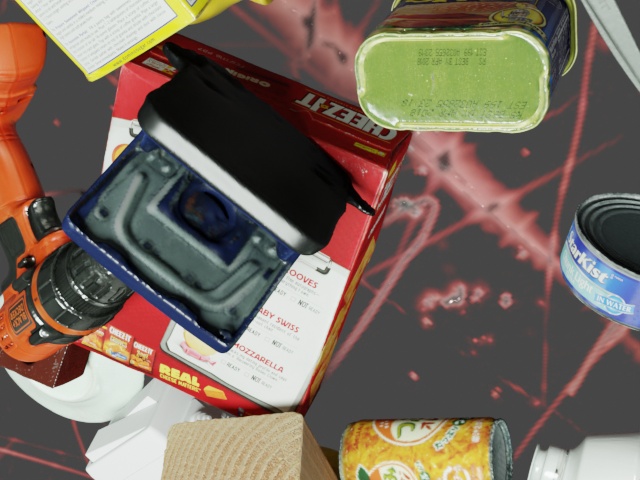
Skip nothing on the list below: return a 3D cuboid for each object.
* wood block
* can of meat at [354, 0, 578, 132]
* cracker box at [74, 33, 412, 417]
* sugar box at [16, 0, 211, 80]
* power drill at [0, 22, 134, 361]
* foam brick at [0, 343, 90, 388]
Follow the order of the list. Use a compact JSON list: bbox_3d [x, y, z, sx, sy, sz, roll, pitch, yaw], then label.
[{"bbox_3d":[-0.027,0.206,0.708,0.091,0.090,0.206,-8,139,15],"label":"wood block"},{"bbox_3d":[0.075,-0.095,0.549,0.102,0.083,0.057,3,119,20],"label":"can of meat"},{"bbox_3d":[-0.054,0.001,0.664,0.164,0.072,0.214,23,123,7],"label":"cracker box"},{"bbox_3d":[-0.139,-0.170,0.533,0.094,0.048,0.176,-20,118,40],"label":"sugar box"},{"bbox_3d":[-0.170,-0.030,0.636,0.185,0.057,0.188,-30,75,51],"label":"power drill"},{"bbox_3d":[-0.186,0.055,0.744,0.053,0.051,0.078,21,101,9],"label":"foam brick"}]
